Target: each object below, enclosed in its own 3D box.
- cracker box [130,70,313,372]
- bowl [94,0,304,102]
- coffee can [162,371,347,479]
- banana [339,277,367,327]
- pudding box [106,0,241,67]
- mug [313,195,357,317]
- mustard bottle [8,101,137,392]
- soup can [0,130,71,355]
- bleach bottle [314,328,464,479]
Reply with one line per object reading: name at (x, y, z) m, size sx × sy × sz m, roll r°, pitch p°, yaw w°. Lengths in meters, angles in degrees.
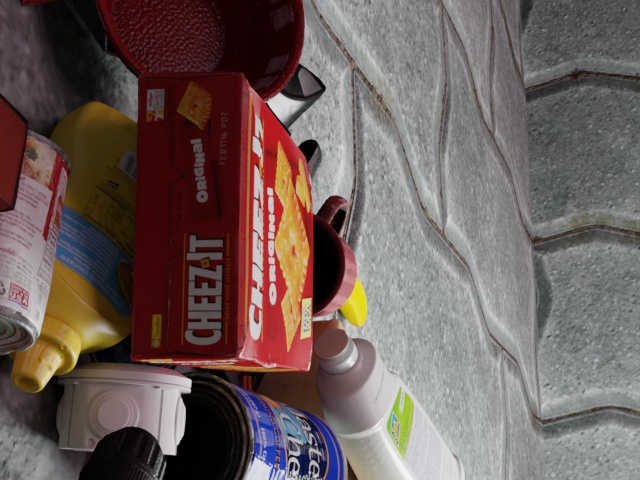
cracker box at (-0.055, 0.001, 0.688) m, size 0.213 × 0.072 × 0.164 m, roll 45°, pitch 44°, yaw -77°
bowl at (-0.091, -0.157, 0.729) m, size 0.161 × 0.055 × 0.162 m, roll 10°, pitch 73°, yaw -33°
coffee can at (-0.057, 0.157, 0.749) m, size 0.140 × 0.103 × 0.103 m, roll 35°, pitch 51°, yaw -56°
banana at (0.012, 0.053, 1.132) m, size 0.197 × 0.037 × 0.069 m, roll 18°, pitch 83°, yaw -69°
pudding box at (-0.100, -0.170, 0.786) m, size 0.113 × 0.039 × 0.090 m, roll 10°, pitch 71°, yaw -35°
mug at (-0.009, 0.014, 0.919) m, size 0.117 × 0.093 × 0.081 m, roll -63°, pitch 165°, yaw 1°
mustard bottle at (-0.142, 0.009, 0.638) m, size 0.096 × 0.058 × 0.191 m, roll 48°, pitch 36°, yaw -31°
soup can at (-0.170, 0.000, 0.549) m, size 0.068 × 0.069 × 0.102 m, roll 53°, pitch 35°, yaw -56°
bleach bottle at (0.054, 0.156, 0.887) m, size 0.102 × 0.068 × 0.250 m, roll -79°, pitch 151°, yaw -44°
